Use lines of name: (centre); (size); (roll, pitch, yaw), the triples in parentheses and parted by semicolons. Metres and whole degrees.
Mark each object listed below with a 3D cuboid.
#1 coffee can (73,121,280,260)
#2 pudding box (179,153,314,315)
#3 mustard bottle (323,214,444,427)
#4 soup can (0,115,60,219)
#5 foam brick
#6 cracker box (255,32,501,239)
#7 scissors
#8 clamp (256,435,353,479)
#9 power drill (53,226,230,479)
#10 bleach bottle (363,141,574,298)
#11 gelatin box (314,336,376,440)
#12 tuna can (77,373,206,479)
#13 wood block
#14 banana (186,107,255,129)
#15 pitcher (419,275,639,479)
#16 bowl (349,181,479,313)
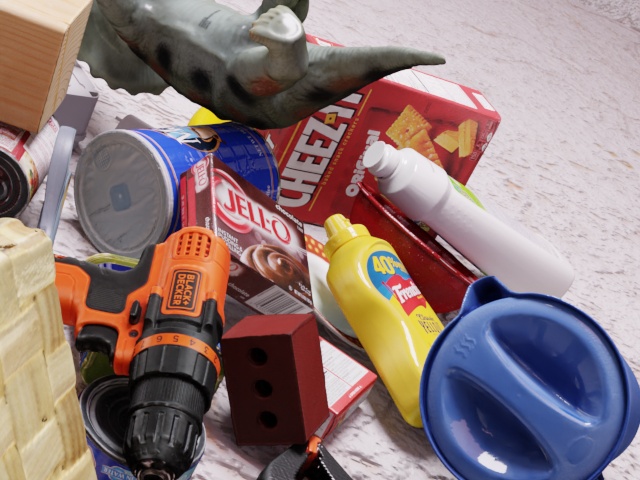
coffee can: (-0.115, -0.043, 0.873); (0.103, 0.103, 0.140); (41, 29, 23)
pudding box: (-0.055, 0.001, 0.796); (0.113, 0.039, 0.090); (39, 32, -41)
mustard bottle: (0.055, 0.057, 0.863); (0.096, 0.058, 0.192); (10, 43, -55)
soup can: (-0.244, -0.063, 0.824); (0.068, 0.069, 0.102); (24, 27, -10)
foam brick: (-0.030, 0.093, 0.723); (0.053, 0.078, 0.051); (-6, 9, 22)
cracker box: (0.048, -0.090, 1.044); (0.213, 0.164, 0.072); (13, 29, -29)
scissors: (-0.196, -0.013, 0.762); (0.016, 0.096, 0.202); (11, 27, -12)
clamp: (-0.012, 0.181, 0.650); (0.120, 0.039, 0.171); (21, 21, -24)
power drill: (-0.152, 0.059, 0.638); (0.187, 0.057, 0.184); (7, 42, -1)
bleach bottle: (0.135, -0.022, 1.030); (0.250, 0.068, 0.103); (34, 11, -30)
gelatin box: (-0.013, 0.101, 0.799); (0.089, 0.030, 0.073); (33, 27, 15)
tuna can: (-0.115, 0.122, 0.659); (0.086, 0.034, 0.086); (22, 27, -12)
wood block: (-0.289, -0.167, 0.798); (0.206, 0.091, 0.090); (20, 27, -7)
banana: (-0.100, -0.110, 1.078); (0.069, 0.037, 0.197); (29, 26, 5)
pitcher: (0.170, 0.126, 0.769); (0.145, 0.149, 0.242); (22, -1, 24)
bowl: (0.079, 0.017, 0.972); (0.162, 0.055, 0.162); (40, 8, -7)
